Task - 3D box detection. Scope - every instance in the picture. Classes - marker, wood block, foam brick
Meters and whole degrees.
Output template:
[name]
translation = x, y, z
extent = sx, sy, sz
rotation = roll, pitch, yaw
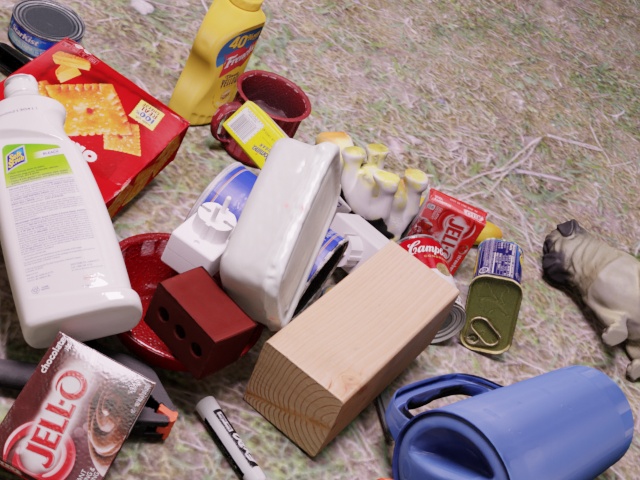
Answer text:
[marker]
translation = -0.070, 0.187, 0.927
extent = 0.020, 0.020, 0.121
rotation = -13, 54, -41
[wood block]
translation = 0.033, 0.098, 1.019
extent = 0.091, 0.090, 0.205
rotation = 38, 44, 15
[foam brick]
translation = -0.104, 0.071, 0.920
extent = 0.078, 0.053, 0.051
rotation = 44, 39, 20

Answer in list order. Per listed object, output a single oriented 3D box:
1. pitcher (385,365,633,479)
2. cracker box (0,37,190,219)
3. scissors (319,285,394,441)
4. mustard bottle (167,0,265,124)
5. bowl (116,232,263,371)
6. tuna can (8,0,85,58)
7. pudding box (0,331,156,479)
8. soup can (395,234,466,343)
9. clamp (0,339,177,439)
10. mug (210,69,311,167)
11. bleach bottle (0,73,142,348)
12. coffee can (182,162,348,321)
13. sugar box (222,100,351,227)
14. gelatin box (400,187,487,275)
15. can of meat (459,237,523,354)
[pitcher]
translation = 0.184, 0.188, 1.006
extent = 0.242, 0.145, 0.149
rotation = -12, 88, -45
[cracker box]
translation = -0.255, -0.093, 1.052
extent = 0.164, 0.072, 0.213
rotation = 36, 44, 3
[scissors]
translation = 0.038, 0.112, 1.087
extent = 0.096, 0.016, 0.201
rotation = 20, 38, -8
[mustard bottle]
translation = -0.111, -0.226, 1.237
extent = 0.058, 0.192, 0.096
rotation = 40, 39, 15
[bowl]
translation = -0.136, 0.068, 0.994
extent = 0.162, 0.055, 0.162
rotation = 17, 39, -15
[tuna can]
translation = -0.323, -0.248, 1.258
extent = 0.086, 0.034, 0.086
rotation = 18, 39, -15
[pudding box]
translation = -0.197, 0.143, 0.848
extent = 0.090, 0.039, 0.113
rotation = 29, 63, -1
[soup can]
translation = 0.113, 0.053, 1.161
extent = 0.068, 0.069, 0.102
rotation = 10, 42, -24
[clamp]
translation = -0.197, 0.109, 0.921
extent = 0.171, 0.039, 0.120
rotation = 27, 45, -5
[mug]
translation = -0.077, -0.139, 1.249
extent = 0.117, 0.082, 0.093
rotation = -10, 52, -40
[bleach bottle]
translation = -0.231, -0.037, 0.927
extent = 0.102, 0.068, 0.251
rotation = -11, 66, -15
[coffee can]
translation = -0.057, 0.001, 1.082
extent = 0.140, 0.103, 0.102
rotation = 36, 38, 8
[sugar box]
translation = -0.033, -0.077, 1.160
extent = 0.093, 0.048, 0.176
rotation = 50, 1, 27
[gelatin box]
translation = 0.140, -0.009, 1.230
extent = 0.073, 0.089, 0.030
rotation = 25, 37, -5
[can of meat]
translation = 0.190, 0.059, 1.174
extent = 0.057, 0.102, 0.084
rotation = 10, 34, 8
